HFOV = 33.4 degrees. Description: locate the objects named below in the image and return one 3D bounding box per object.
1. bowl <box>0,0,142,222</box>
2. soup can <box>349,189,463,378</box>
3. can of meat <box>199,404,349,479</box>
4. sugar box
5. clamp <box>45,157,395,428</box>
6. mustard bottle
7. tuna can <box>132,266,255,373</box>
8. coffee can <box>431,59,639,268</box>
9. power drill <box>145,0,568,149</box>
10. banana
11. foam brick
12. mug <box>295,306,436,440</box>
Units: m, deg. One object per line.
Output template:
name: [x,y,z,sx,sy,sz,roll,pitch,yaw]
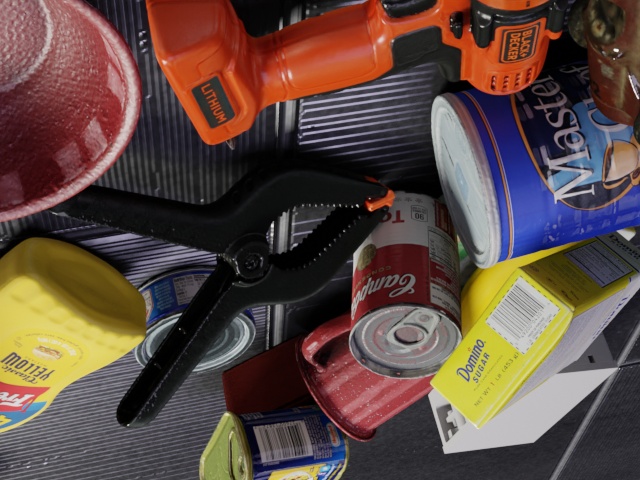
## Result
bowl: [-0.165,-0.077,0.484,0.162,0.055,0.162,-12,145,-8]
soup can: [0.053,0.026,0.669,0.068,0.102,0.068,2,135,2]
can of meat: [-0.034,0.163,0.784,0.083,0.057,0.102,-3,145,-25]
sugar box: [0.142,0.048,0.657,0.093,0.048,0.175,-56,161,24]
clamp: [-0.054,0.001,0.626,0.209,0.036,0.164,-30,125,-15]
mustard bottle: [-0.206,0.077,0.678,0.192,0.058,0.096,-35,134,25]
tuna can: [-0.087,0.056,0.723,0.086,0.034,0.086,-12,145,-8]
coffee can: [0.146,-0.051,0.615,0.140,0.103,0.103,-15,146,-4]
power drill: [0.020,-0.107,0.483,0.187,0.057,0.184,-10,159,3]
banana: [0.144,0.021,0.745,0.069,0.037,0.198,12,136,-36]
foam brick: [-0.028,0.117,0.820,0.078,0.051,0.053,-27,145,14]
mug: [0.035,0.080,0.765,0.082,0.093,0.117,-37,140,18]
